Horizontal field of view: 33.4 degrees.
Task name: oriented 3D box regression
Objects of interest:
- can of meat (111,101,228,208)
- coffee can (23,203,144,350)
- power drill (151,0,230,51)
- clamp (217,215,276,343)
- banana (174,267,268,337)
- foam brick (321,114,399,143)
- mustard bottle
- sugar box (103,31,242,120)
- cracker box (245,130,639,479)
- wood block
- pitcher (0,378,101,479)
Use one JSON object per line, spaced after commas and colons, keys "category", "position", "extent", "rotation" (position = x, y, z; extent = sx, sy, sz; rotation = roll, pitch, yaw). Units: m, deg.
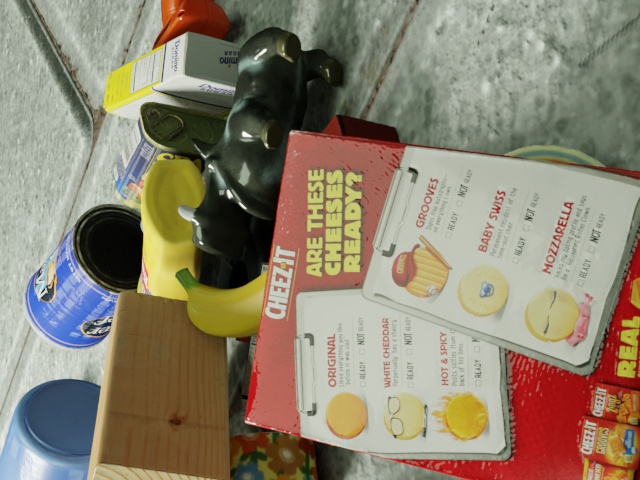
{"category": "can of meat", "position": [-0.130, -0.071, 0.970], "extent": [0.084, 0.101, 0.057], "rotation": [-54, 41, 38]}
{"category": "coffee can", "position": [-0.233, 0.040, 1.098], "extent": [0.141, 0.102, 0.103], "rotation": [-40, 50, 45]}
{"category": "power drill", "position": [-0.124, -0.274, 1.045], "extent": [0.185, 0.057, 0.187], "rotation": [137, 135, -56]}
{"category": "clamp", "position": [-0.056, 0.001, 0.895], "extent": [0.120, 0.039, 0.171], "rotation": [-51, 42, 43]}
{"category": "banana", "position": [-0.044, 0.031, 0.782], "extent": [0.198, 0.037, 0.069], "rotation": [-22, 89, 43]}
{"category": "foam brick", "position": [0.018, -0.045, 0.777], "extent": [0.078, 0.051, 0.053], "rotation": [-47, 46, 42]}
{"category": "mustard bottle", "position": [-0.134, 0.021, 0.958], "extent": [0.192, 0.058, 0.096], "rotation": [105, 159, -52]}
{"category": "sugar box", "position": [-0.123, -0.144, 0.986], "extent": [0.177, 0.093, 0.048], "rotation": [-11, 73, 55]}
{"category": "cracker box", "position": [0.079, 0.036, 0.559], "extent": [0.214, 0.072, 0.164], "rotation": [9, 90, 26]}
{"category": "wood block", "position": [-0.120, 0.134, 0.793], "extent": [0.206, 0.090, 0.090], "rotation": [-100, 23, -60]}
{"category": "pitcher", "position": [-0.261, 0.255, 1.012], "extent": [0.149, 0.144, 0.243], "rotation": [-110, 33, -49]}
